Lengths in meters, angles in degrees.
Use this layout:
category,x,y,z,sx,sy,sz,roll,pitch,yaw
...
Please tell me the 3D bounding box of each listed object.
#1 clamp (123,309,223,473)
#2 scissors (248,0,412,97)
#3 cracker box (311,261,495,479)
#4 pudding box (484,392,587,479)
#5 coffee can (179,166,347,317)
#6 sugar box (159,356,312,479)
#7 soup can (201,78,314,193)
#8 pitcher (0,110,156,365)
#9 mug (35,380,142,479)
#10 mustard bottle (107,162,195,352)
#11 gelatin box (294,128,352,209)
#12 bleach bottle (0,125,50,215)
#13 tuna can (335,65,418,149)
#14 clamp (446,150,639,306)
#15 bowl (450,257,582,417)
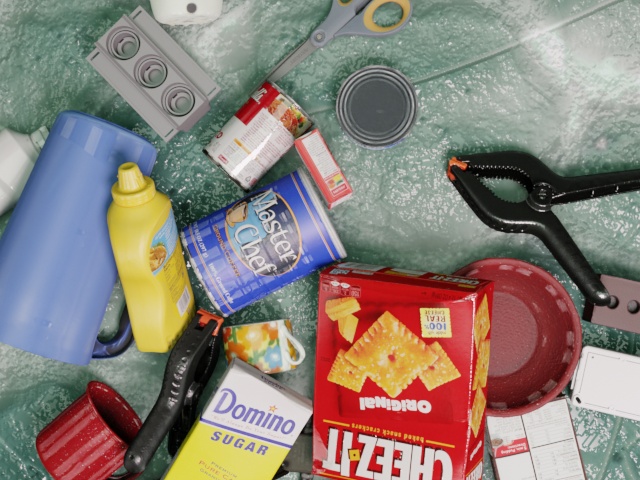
category,x,y,z,sx,sy,sz,roll,pitch,yaw
clamp,-0.144,0.155,1.065,0.039,0.120,0.171,17,99,13
scissors,0.019,-0.209,1.129,0.096,0.016,0.202,35,91,3
cracker box,0.078,0.137,1.046,0.164,0.072,0.214,7,101,25
pudding box,0.221,0.220,1.100,0.090,0.039,0.113,-13,90,2
coffee can,-0.057,0.001,1.084,0.140,0.103,0.103,-27,88,2
sugar box,-0.090,0.213,1.046,0.093,0.048,0.176,30,97,-5
soup can,-0.065,-0.107,1.104,0.068,0.068,0.102,43,91,3
pitcher,-0.248,0.000,1.089,0.145,0.149,0.243,20,86,18
mug,-0.229,0.212,1.102,0.081,0.093,0.117,-40,124,6
mustard bottle,-0.169,0.010,1.049,0.058,0.096,0.191,2,124,14
gelatin box,0.004,-0.072,1.090,0.030,0.089,0.073,-29,88,0
bleach bottle,-0.392,-0.050,1.121,0.251,0.068,0.102,-32,88,-1
tuna can,0.059,-0.138,1.116,0.086,0.034,0.086,0,89,2
clamp,0.225,-0.029,1.084,0.210,0.036,0.164,17,63,9
bowl,0.182,0.098,1.095,0.162,0.055,0.162,0,89,2
